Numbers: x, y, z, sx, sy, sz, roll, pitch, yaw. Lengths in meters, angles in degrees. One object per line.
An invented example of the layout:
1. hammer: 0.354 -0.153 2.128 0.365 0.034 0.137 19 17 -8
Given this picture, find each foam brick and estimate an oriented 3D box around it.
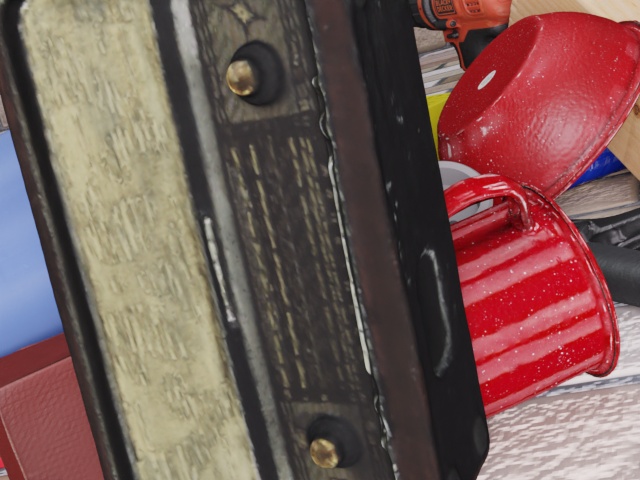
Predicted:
1. foam brick: -0.118 0.087 0.484 0.052 0.078 0.051 -22 15 -26

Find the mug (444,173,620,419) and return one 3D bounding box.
1. mug: 0.066 0.024 0.454 0.081 0.117 0.093 -23 42 -10

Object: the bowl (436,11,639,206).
1. bowl: 0.120 -0.083 0.643 0.162 0.055 0.162 -49 16 19
